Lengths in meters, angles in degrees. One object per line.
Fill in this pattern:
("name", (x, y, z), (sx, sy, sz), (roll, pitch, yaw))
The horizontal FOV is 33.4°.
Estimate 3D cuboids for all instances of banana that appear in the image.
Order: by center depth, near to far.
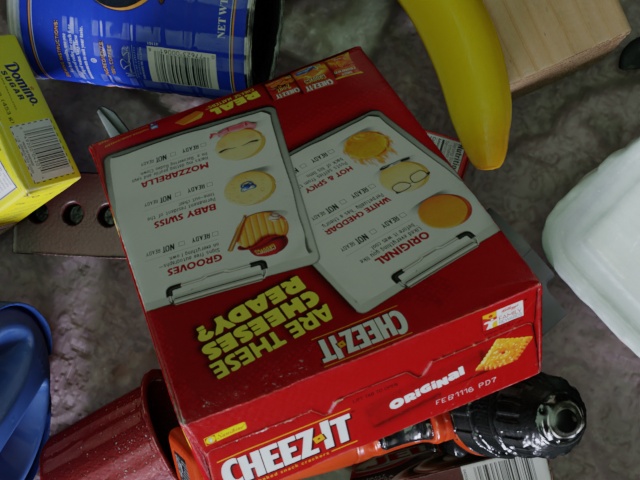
("banana", (0.044, -0.128, 0.561), (0.198, 0.037, 0.070), (47, 112, 9))

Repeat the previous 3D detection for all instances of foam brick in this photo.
("foam brick", (-0.145, -0.016, 0.661), (0.078, 0.051, 0.053), (2, 90, 6))

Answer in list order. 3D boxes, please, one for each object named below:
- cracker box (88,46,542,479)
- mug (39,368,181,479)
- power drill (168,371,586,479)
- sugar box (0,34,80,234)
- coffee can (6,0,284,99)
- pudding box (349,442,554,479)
("cracker box", (-0.012, 0.005, 0.534), (0.164, 0.072, 0.214), (-21, 44, -7))
("mug", (-0.108, 0.146, 0.634), (0.081, 0.093, 0.117), (-29, 61, 10))
("power drill", (0.023, 0.105, 0.553), (0.187, 0.185, 0.057), (-13, 88, -17))
("sugar box", (-0.223, -0.039, 0.633), (0.177, 0.048, 0.093), (-26, 87, 40))
("coffee can", (-0.098, -0.139, 0.630), (0.140, 0.102, 0.103), (8, 91, 6))
("pudding box", (0.074, 0.137, 0.617), (0.113, 0.090, 0.039), (-13, 91, 5))
